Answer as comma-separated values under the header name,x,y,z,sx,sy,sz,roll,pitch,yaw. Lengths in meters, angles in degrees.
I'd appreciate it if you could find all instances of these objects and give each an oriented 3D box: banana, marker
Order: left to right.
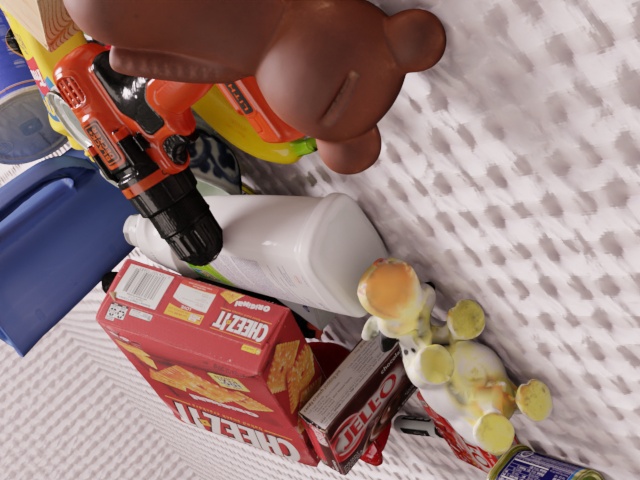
name,x,y,z,sx,sy,sz,roll,pitch,yaw
banana,-0.075,-0.116,0.790,0.198,0.037,0.070,41,143,13
marker,0.102,0.180,1.028,0.020,0.020,0.121,49,161,-8

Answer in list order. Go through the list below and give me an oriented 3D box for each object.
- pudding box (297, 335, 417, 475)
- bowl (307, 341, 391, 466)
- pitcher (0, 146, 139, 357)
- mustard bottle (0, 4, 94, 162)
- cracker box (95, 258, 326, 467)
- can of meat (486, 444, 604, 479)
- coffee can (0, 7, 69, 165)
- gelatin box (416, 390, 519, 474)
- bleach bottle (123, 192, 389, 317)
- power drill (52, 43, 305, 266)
name,x,y,z,sx,sy,sz,roll,pitch,yaw
pudding box,0.035,0.142,0.948,0.039,0.113,0.090,28,156,29
bowl,0.021,0.156,1.100,0.162,0.055,0.162,40,160,17
pitcher,-0.243,-0.018,1.021,0.145,0.242,0.149,53,160,-19
mustard bottle,-0.218,-0.150,0.895,0.096,0.058,0.191,39,153,51
cracker box,-0.085,0.115,0.952,0.164,0.072,0.213,15,153,23
can of meat,0.195,0.218,0.852,0.102,0.057,0.084,53,157,-21
coffee can,-0.306,-0.158,1.033,0.140,0.102,0.103,57,167,25
gelatin box,0.131,0.163,0.915,0.073,0.030,0.089,18,146,55
bleach bottle,-0.071,0.000,0.861,0.251,0.068,0.102,8,149,38
power drill,-0.086,-0.076,0.736,0.188,0.057,0.184,-22,108,44
